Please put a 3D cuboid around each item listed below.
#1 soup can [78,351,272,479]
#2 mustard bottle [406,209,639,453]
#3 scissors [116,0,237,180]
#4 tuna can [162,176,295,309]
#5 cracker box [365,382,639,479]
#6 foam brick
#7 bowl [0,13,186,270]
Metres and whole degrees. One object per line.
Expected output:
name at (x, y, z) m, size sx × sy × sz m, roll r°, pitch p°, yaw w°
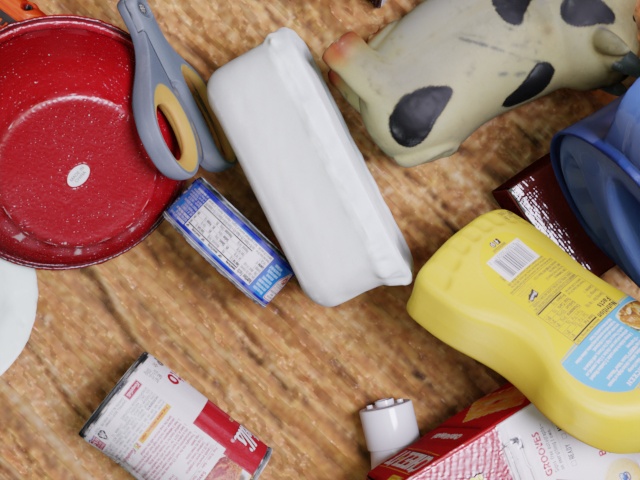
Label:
soup can at (-0.090, 0.126, 0.663) m, size 0.102 × 0.068 × 0.068 m, roll 39°, pitch 90°, yaw -2°
mustard bottle at (0.148, 0.062, 0.594) m, size 0.192 × 0.058 × 0.096 m, roll 37°, pitch 46°, yaw 23°
scissors at (-0.108, -0.117, 0.606) m, size 0.016 × 0.096 × 0.201 m, roll -21°, pitch 115°, yaw 23°
tuna can at (-0.054, 0.001, 0.652) m, size 0.086 × 0.086 × 0.034 m, roll 43°, pitch 88°, yaw -3°
cracker box at (0.159, 0.161, 0.651) m, size 0.213 × 0.072 × 0.164 m, roll -29°, pitch 92°, yaw -15°
foam brick at (0.154, -0.014, 0.676) m, size 0.051 × 0.053 × 0.078 m, roll -35°, pitch 94°, yaw -1°
bowl at (-0.148, -0.048, 0.630) m, size 0.162 × 0.055 × 0.162 m, roll -8°, pitch 113°, yaw -19°
